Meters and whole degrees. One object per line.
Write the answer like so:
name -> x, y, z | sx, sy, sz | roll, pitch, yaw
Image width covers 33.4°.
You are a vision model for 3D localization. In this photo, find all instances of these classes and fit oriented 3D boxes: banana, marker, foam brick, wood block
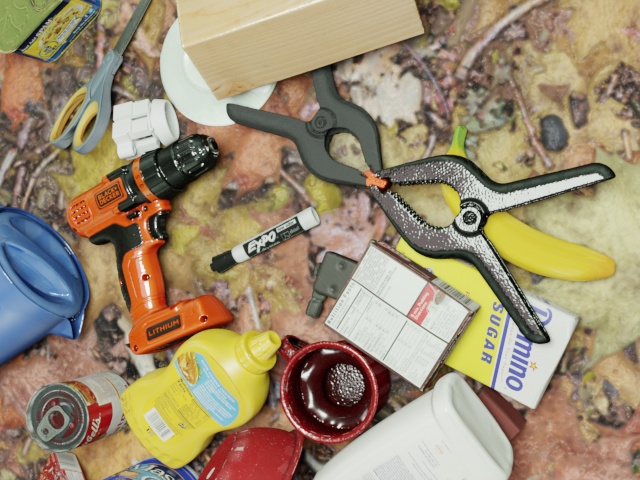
banana -> 0.174, -0.018, 0.973 | 0.198, 0.037, 0.070 | 44, 104, 12
marker -> -0.057, 0.001, 1.054 | 0.121, 0.020, 0.020 | -27, 83, 16
foam brick -> 0.143, 0.177, 0.976 | 0.051, 0.053, 0.078 | 43, 103, 13
wood block -> -0.020, -0.217, 0.981 | 0.206, 0.090, 0.090 | -17, 61, 10

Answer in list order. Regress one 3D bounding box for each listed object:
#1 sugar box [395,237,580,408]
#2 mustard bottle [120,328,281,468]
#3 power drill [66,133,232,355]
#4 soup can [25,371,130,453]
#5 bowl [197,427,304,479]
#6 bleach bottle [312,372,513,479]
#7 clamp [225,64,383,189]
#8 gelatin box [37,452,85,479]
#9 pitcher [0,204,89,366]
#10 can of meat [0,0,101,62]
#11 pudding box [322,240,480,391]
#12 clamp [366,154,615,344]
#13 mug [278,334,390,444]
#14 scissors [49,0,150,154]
sugar box -> 0.138, 0.072, 0.980 | 0.176, 0.048, 0.093 | 26, 98, 17
mustard bottle -> -0.105, 0.139, 1.019 | 0.192, 0.058, 0.096 | -38, 87, 33
power drill -> -0.153, 0.006, 1.054 | 0.185, 0.057, 0.188 | -26, 77, 26
soup can -> -0.238, 0.169, 1.067 | 0.069, 0.102, 0.068 | 0, 90, 17
bowl -> -0.081, 0.231, 0.984 | 0.055, 0.162, 0.162 | 34, 100, -7
bleach bottle -> 0.042, 0.218, 0.951 | 0.251, 0.068, 0.102 | -33, 99, 25
clamp -> -0.009, -0.108, 1.027 | 0.120, 0.039, 0.171 | -37, 77, 12
gelatin box -> -0.269, 0.268, 1.089 | 0.073, 0.030, 0.089 | -62, 31, 9
pitcher -> -0.373, 0.075, 1.098 | 0.243, 0.144, 0.149 | -35, 49, 17
can of meat -> -0.283, -0.232, 1.089 | 0.102, 0.083, 0.057 | -43, 79, 13
pudding box -> 0.071, 0.067, 0.957 | 0.113, 0.039, 0.090 | 34, 104, 15
clamp -> 0.137, -0.009, 0.944 | 0.210, 0.036, 0.164 | 15, 93, 17
mug -> 0.009, 0.130, 1.002 | 0.117, 0.081, 0.093 | 37, 100, 14
scissors -> -0.210, -0.168, 1.082 | 0.202, 0.016, 0.096 | -51, 42, 12
